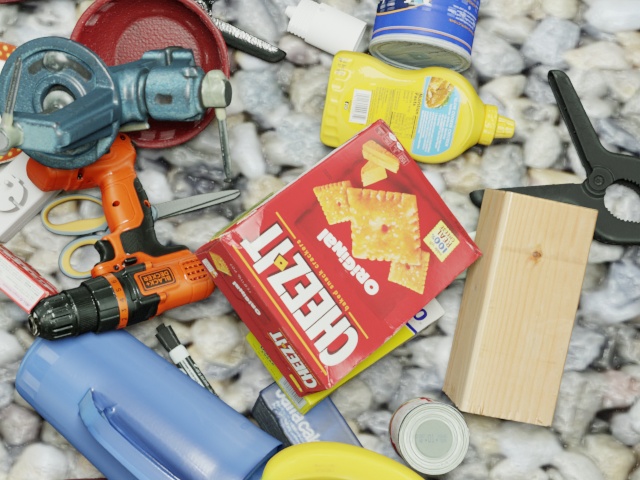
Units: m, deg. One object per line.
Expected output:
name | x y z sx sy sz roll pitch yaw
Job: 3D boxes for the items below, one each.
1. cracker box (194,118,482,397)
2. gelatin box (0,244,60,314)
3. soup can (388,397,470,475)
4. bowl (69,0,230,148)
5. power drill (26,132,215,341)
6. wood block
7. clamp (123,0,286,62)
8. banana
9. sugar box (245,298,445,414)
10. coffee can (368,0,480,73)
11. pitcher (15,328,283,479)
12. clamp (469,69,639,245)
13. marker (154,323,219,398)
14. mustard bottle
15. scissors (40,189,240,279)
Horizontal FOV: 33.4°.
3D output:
cracker box | 0.021 0.012 0.971 0.213 0.072 0.164 -38 94 -29
gelatin box | -0.298 0.037 1.048 0.089 0.073 0.030 38 85 4
soup can | 0.103 0.185 1.019 0.068 0.102 0.068 0 84 -1
bowl | -0.167 -0.176 1.064 0.162 0.055 0.162 1 109 3
power drill | -0.211 -0.004 1.008 0.184 0.057 0.188 -15 71 -34
wood block | 0.188 0.061 1.018 0.090 0.090 0.206 11 94 -6
clamp | -0.117 -0.246 1.095 0.171 0.039 0.120 3 86 0
banana | 0.033 0.220 0.962 0.197 0.037 0.069 11 67 -7
sugar box | 0.026 0.081 1.024 0.176 0.048 0.093 -32 80 -26
coffee can | 0.110 -0.249 1.066 0.103 0.103 0.140 10 84 1
pitcher | -0.166 0.171 0.991 0.243 0.149 0.144 37 49 11
clamp | 0.278 -0.068 1.081 0.210 0.036 0.164 26 85 6
marker | -0.127 0.135 1.065 0.020 0.020 0.121 -35 85 -4
mustard bottle | 0.100 -0.128 1.071 0.191 0.058 0.096 10 106 0
scissors | -0.183 -0.007 1.082 0.201 0.016 0.096 2 86 -1
